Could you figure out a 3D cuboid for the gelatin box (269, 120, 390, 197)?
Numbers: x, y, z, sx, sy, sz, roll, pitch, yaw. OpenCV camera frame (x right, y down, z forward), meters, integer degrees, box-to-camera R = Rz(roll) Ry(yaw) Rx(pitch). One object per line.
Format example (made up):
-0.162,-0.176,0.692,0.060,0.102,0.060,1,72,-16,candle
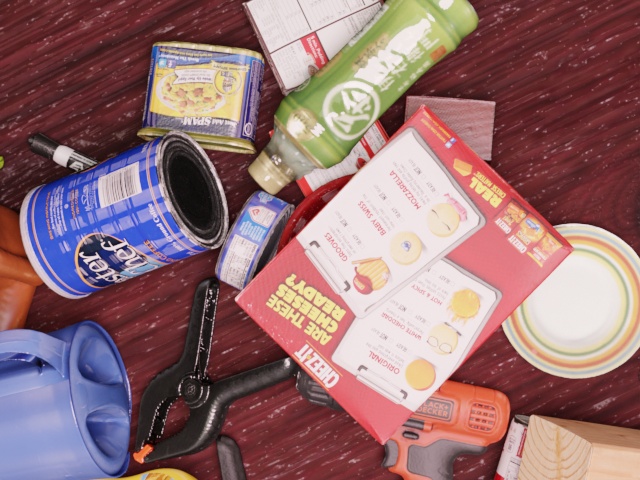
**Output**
0.011,-0.085,0.931,0.089,0.030,0.073,-31,86,5,gelatin box

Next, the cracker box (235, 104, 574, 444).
0.066,0.026,0.849,0.164,0.072,0.214,44,94,4,cracker box

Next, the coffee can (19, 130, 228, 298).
-0.163,-0.020,0.891,0.140,0.102,0.103,-20,88,21,coffee can

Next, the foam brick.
0.108,-0.093,0.911,0.078,0.053,0.051,5,90,5,foam brick

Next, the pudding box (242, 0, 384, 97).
0.001,-0.188,0.928,0.113,0.039,0.090,-25,89,2,pudding box

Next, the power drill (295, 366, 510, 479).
0.057,0.201,0.913,0.184,0.057,0.188,11,91,6,power drill

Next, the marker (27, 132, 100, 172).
-0.207,-0.065,0.955,0.121,0.020,0.020,25,92,4,marker

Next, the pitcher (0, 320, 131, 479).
-0.293,0.151,0.902,0.243,0.145,0.149,-13,96,9,pitcher

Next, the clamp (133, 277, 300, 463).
-0.095,0.131,0.928,0.120,0.039,0.171,32,96,28,clamp

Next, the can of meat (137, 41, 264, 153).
-0.102,-0.124,0.927,0.102,0.057,0.084,7,89,5,can of meat

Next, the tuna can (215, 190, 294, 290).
-0.056,0.001,0.909,0.034,0.086,0.086,26,92,6,tuna can

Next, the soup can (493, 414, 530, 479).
0.180,0.206,0.897,0.068,0.068,0.102,17,91,5,soup can
